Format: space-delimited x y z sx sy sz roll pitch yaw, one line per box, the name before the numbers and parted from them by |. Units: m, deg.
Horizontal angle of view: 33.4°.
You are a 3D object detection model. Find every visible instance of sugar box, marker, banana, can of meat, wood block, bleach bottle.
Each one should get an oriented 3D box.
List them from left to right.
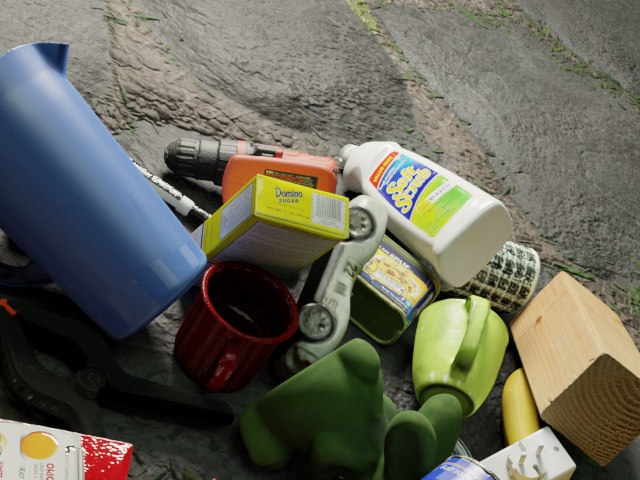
marker | -0.158 -0.049 1.081 0.121 0.020 0.020 35 35 1
sugar box | -0.056 0.001 0.968 0.093 0.177 0.048 15 65 -26
can of meat | 0.062 0.050 1.108 0.102 0.058 0.083 39 38 8
bleach bottle | 0.096 -0.046 1.194 0.251 0.102 0.068 36 -14 47
banana | 0.214 0.189 1.081 0.069 0.037 0.197 27 36 -9
wood block | 0.268 0.124 1.093 0.090 0.091 0.206 38 17 -12

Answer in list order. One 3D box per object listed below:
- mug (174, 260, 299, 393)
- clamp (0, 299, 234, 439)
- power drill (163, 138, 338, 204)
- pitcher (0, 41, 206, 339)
mug | -0.079 0.086 0.932 0.093 0.082 0.117 25 36 -13
clamp | -0.177 0.119 0.855 0.210 0.036 0.164 43 36 13
power drill | -0.064 -0.066 1.058 0.184 0.057 0.188 6 11 -9
pitcher | -0.219 -0.030 0.895 0.243 0.149 0.144 50 46 -8
